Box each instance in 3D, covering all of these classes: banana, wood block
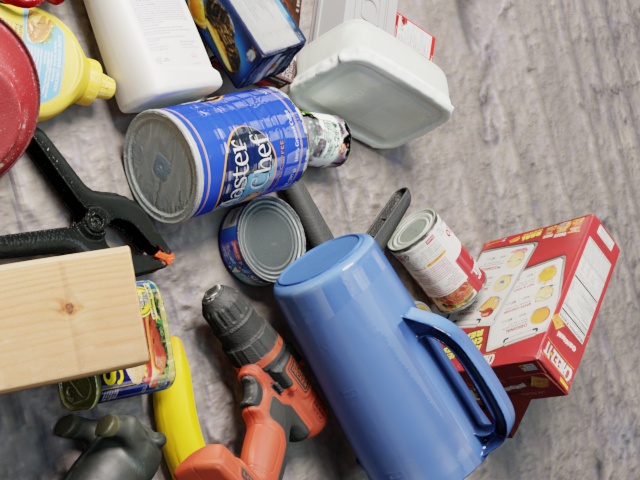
[{"bbox_3d":[-0.111,0.185,0.949,0.198,0.037,0.069,67,27,-10],"label":"banana"},{"bbox_3d":[-0.241,0.068,0.775,0.205,0.090,0.091,-9,85,-24],"label":"wood block"}]

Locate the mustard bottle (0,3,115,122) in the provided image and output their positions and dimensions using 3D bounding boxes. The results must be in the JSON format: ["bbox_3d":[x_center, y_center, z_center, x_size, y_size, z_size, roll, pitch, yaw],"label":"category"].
[{"bbox_3d":[-0.255,-0.149,0.878,0.191,0.058,0.096,12,73,-40],"label":"mustard bottle"}]

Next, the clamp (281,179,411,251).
[{"bbox_3d":[0.018,0.026,1.103,0.164,0.036,0.210,15,74,-30],"label":"clamp"}]

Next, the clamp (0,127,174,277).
[{"bbox_3d":[-0.206,-0.006,0.904,0.171,0.039,0.120,35,64,-24],"label":"clamp"}]

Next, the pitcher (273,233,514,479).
[{"bbox_3d":[0.065,0.116,1.012,0.149,0.145,0.243,-31,104,-5],"label":"pitcher"}]

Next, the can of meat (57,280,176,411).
[{"bbox_3d":[-0.175,0.086,0.898,0.083,0.058,0.102,-5,83,-46],"label":"can of meat"}]

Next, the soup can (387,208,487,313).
[{"bbox_3d":[0.129,0.023,1.186,0.102,0.069,0.068,49,52,-22],"label":"soup can"}]

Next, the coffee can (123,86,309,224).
[{"bbox_3d":[-0.094,-0.081,0.980,0.140,0.103,0.103,-20,94,-44],"label":"coffee can"}]

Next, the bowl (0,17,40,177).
[{"bbox_3d":[-0.277,-0.097,0.797,0.161,0.055,0.162,-16,119,-31],"label":"bowl"}]

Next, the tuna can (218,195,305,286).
[{"bbox_3d":[-0.057,0.001,1.042,0.085,0.034,0.086,12,72,-41],"label":"tuna can"}]

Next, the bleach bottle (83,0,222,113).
[{"bbox_3d":[-0.176,-0.246,0.974,0.102,0.068,0.251,-18,89,-53],"label":"bleach bottle"}]

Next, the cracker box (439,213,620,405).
[{"bbox_3d":[0.228,0.081,1.198,0.072,0.164,0.213,46,52,-22],"label":"cracker box"}]

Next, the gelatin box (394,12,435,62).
[{"bbox_3d":[0.091,-0.219,1.237,0.089,0.030,0.073,24,65,-36],"label":"gelatin box"}]

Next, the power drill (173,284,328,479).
[{"bbox_3d":[-0.065,0.153,0.947,0.184,0.057,0.187,54,33,-25],"label":"power drill"}]
